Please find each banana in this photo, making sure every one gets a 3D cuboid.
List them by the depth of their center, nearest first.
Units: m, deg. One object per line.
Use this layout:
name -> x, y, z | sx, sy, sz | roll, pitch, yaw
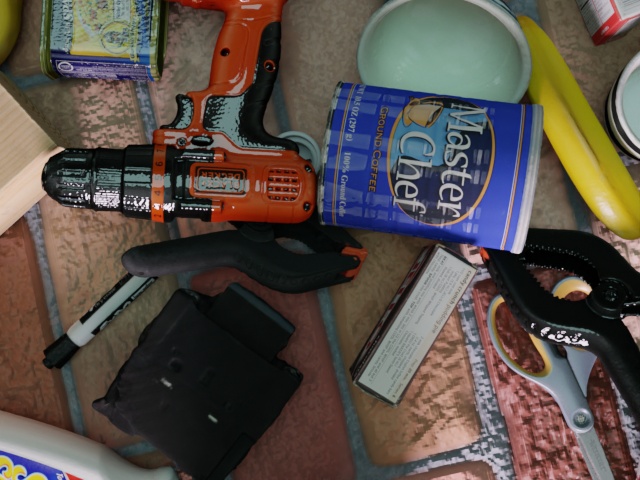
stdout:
banana -> 0.184, -0.075, 0.766 | 0.037, 0.069, 0.198 | -30, 88, 14

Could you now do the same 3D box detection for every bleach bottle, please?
bleach bottle -> -0.197, 0.173, 0.764 | 0.251, 0.068, 0.102 | 10, 95, 0

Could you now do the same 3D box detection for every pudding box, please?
pudding box -> 0.063, 0.057, 0.750 | 0.039, 0.090, 0.113 | 29, 89, 2

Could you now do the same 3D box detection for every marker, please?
marker -> -0.159, 0.051, 0.791 | 0.121, 0.020, 0.020 | -43, 87, -1

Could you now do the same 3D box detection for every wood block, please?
wood block -> -0.284, -0.026, 0.763 | 0.206, 0.090, 0.091 | -43, 87, -1

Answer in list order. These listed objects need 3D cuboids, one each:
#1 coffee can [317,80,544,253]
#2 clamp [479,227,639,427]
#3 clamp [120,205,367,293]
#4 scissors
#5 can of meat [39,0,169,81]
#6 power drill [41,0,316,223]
coffee can -> 0.076, -0.051, 0.738 | 0.140, 0.102, 0.103 | 8, 87, 7
clamp -> 0.198, 0.056, 0.737 | 0.210, 0.036, 0.164 | 24, 57, 19
clamp -> -0.055, 0.001, 0.760 | 0.171, 0.039, 0.120 | 21, 56, 3
scissors -> 0.201, 0.112, 0.781 | 0.096, 0.016, 0.202 | -37, 87, -1
can of meat -> -0.156, -0.168, 0.783 | 0.084, 0.057, 0.102 | 3, 88, -1
power drill -> -0.091, -0.105, 0.726 | 0.184, 0.057, 0.187 | 3, 85, -8
